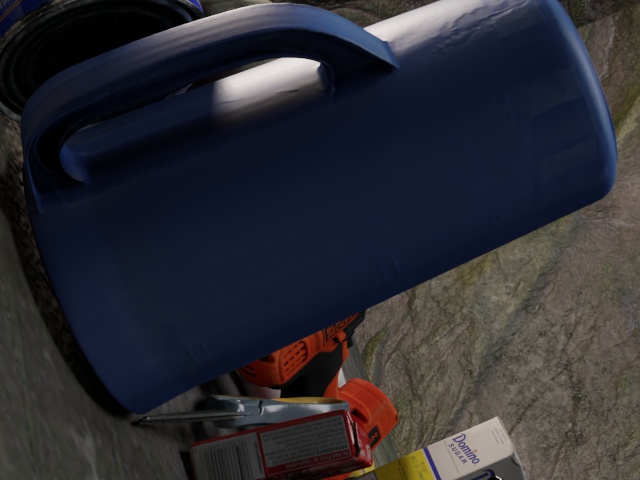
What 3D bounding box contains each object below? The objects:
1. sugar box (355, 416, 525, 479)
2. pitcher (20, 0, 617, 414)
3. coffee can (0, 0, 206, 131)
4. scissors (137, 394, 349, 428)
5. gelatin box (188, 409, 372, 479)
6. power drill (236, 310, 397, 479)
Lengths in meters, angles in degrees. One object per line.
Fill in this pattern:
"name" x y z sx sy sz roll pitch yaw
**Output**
"sugar box" 0.075 0.211 0.838 0.048 0.176 0.093 -110 177 -46
"pitcher" -0.002 -0.031 0.473 0.149 0.243 0.145 -68 135 -86
"coffee can" -0.119 -0.137 0.498 0.102 0.103 0.140 62 6 -68
"scissors" -0.060 0.095 0.593 0.201 0.096 0.016 11 79 -53
"gelatin box" -0.019 0.118 0.580 0.073 0.089 0.030 62 15 -73
"power drill" 0.015 0.079 0.763 0.057 0.184 0.188 28 -38 33
